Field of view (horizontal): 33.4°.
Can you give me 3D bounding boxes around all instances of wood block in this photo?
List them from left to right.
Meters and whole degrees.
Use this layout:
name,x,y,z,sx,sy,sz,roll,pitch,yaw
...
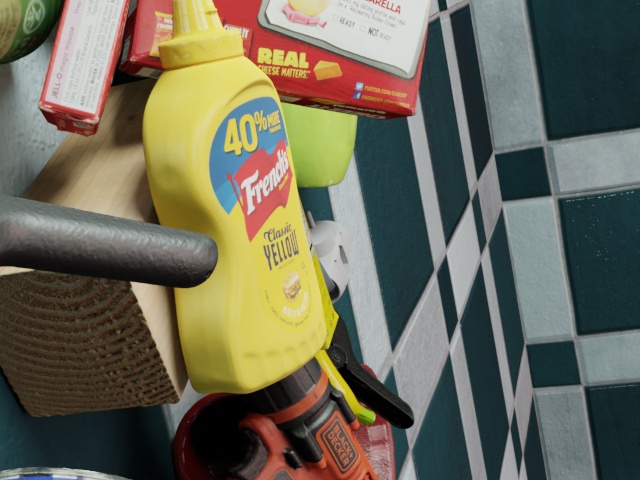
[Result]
name,x,y,z,sx,sy,sz,roll,pitch,yaw
wood block,-0.105,-0.008,0.599,0.206,0.090,0.091,-75,152,-54

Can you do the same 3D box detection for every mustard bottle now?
name,x,y,z,sx,sy,sz,roll,pitch,yaw
mustard bottle,-0.046,-0.027,0.535,0.096,0.058,0.191,-29,112,-58

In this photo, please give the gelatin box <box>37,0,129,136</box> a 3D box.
name,x,y,z,sx,sy,sz,roll,pitch,yaw
gelatin box,-0.111,-0.098,0.517,0.073,0.030,0.089,-176,-81,-77

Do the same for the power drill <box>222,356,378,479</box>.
name,x,y,z,sx,sy,sz,roll,pitch,yaw
power drill,-0.054,0.141,0.608,0.187,0.057,0.184,-44,118,-32

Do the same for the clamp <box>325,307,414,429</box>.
name,x,y,z,sx,sy,sz,roll,pitch,yaw
clamp,0.001,0.113,0.906,0.171,0.039,0.120,53,36,4

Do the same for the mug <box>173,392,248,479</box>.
name,x,y,z,sx,sy,sz,roll,pitch,yaw
mug,-0.034,0.135,0.735,0.081,0.117,0.093,-25,95,-77

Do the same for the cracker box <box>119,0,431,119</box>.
name,x,y,z,sx,sy,sz,roll,pitch,yaw
cracker box,-0.016,-0.186,0.597,0.072,0.164,0.214,-168,-94,-72

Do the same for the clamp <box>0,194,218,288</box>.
name,x,y,z,sx,sy,sz,roll,pitch,yaw
clamp,-0.160,-0.019,0.428,0.209,0.165,0.036,-12,132,-55
